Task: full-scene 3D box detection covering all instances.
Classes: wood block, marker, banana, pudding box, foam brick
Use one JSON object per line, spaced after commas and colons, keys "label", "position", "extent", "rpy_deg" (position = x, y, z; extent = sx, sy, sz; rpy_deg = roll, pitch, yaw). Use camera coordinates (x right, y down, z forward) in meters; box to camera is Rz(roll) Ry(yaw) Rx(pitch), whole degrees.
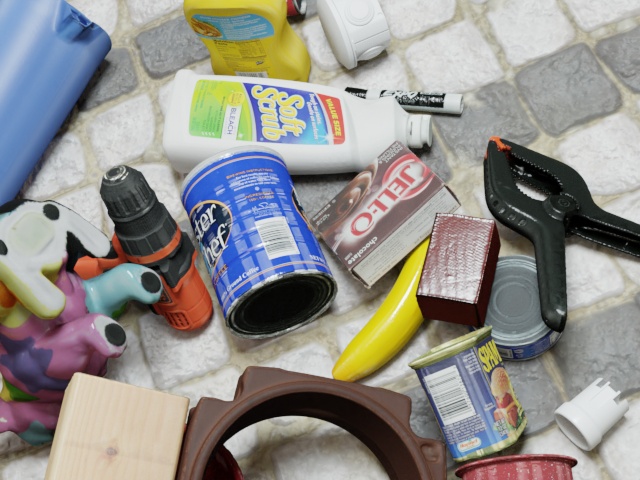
{"label": "wood block", "position": [-0.166, 0.214, 0.790], "extent": [0.090, 0.090, 0.206], "rpy_deg": [15, 69, -13]}
{"label": "marker", "position": [0.077, -0.135, 1.026], "extent": [0.121, 0.020, 0.020], "rpy_deg": [7, 66, 18]}
{"label": "banana", "position": [0.073, 0.041, 0.933], "extent": [0.070, 0.037, 0.197], "rpy_deg": [0, 58, 44]}
{"label": "pudding box", "position": [0.056, -0.024, 0.941], "extent": [0.113, 0.039, 0.090], "rpy_deg": [-44, 38, 4]}
{"label": "foam brick", "position": [0.114, 0.024, 0.877], "extent": [0.051, 0.053, 0.078], "rpy_deg": [9, 66, 19]}

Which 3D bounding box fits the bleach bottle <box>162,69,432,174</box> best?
{"label": "bleach bottle", "position": [-0.019, -0.112, 1.018], "extent": [0.251, 0.068, 0.102], "rpy_deg": [2, 65, 14]}

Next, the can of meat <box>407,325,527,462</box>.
{"label": "can of meat", "position": [0.117, 0.119, 0.828], "extent": [0.057, 0.102, 0.084], "rpy_deg": [-24, 84, 18]}

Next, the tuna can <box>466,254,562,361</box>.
{"label": "tuna can", "position": [0.163, 0.056, 0.898], "extent": [0.086, 0.033, 0.086], "rpy_deg": [-6, 63, 12]}

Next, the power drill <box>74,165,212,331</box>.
{"label": "power drill", "position": [-0.203, 0.007, 0.949], "extent": [0.188, 0.184, 0.057], "rpy_deg": [3, 45, 26]}

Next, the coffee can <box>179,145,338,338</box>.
{"label": "coffee can", "position": [-0.056, 0.001, 0.947], "extent": [0.103, 0.102, 0.140], "rpy_deg": [-25, 61, 2]}

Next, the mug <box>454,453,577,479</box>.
{"label": "mug", "position": [0.162, 0.210, 0.799], "extent": [0.117, 0.093, 0.081], "rpy_deg": [6, 65, -22]}

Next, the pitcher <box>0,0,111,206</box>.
{"label": "pitcher", "position": [-0.329, -0.135, 1.086], "extent": [0.145, 0.149, 0.242], "rpy_deg": [23, 75, 9]}

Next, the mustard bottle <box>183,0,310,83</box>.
{"label": "mustard bottle", "position": [-0.076, -0.210, 1.007], "extent": [0.096, 0.191, 0.058], "rpy_deg": [4, 65, 17]}

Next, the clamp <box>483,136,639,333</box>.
{"label": "clamp", "position": [0.214, -0.018, 0.907], "extent": [0.164, 0.036, 0.210], "rpy_deg": [-12, 47, -20]}
